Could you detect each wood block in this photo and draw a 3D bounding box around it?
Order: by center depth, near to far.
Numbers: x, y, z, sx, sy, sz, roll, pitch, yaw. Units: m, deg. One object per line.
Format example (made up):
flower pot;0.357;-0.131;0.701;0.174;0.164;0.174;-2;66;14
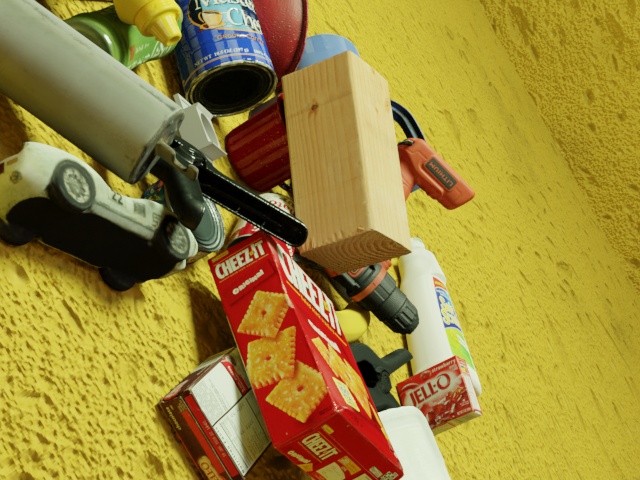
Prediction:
wood block;0.026;-0.081;1.128;0.090;0.091;0.206;28;51;-55

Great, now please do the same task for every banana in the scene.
banana;0.015;0.085;1.192;0.197;0.037;0.069;18;49;-59

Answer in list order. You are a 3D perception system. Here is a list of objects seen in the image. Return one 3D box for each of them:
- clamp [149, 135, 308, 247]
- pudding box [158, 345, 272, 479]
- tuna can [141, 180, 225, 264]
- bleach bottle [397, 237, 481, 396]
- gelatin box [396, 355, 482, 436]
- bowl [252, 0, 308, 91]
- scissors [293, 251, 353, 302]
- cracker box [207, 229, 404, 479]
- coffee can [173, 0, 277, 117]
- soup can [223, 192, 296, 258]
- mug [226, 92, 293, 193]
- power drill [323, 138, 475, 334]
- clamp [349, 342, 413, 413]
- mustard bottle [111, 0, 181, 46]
clamp;-0.123;-0.061;0.942;0.210;0.036;0.164;38;14;23
pudding box;-0.081;0.150;0.914;0.090;0.039;0.113;61;24;-4
tuna can;-0.130;-0.021;1.009;0.086;0.034;0.086;46;27;-33
bleach bottle;0.144;0.096;1.423;0.102;0.068;0.251;40;29;-43
gelatin box;0.140;0.189;1.272;0.030;0.089;0.073;29;39;-50
bowl;-0.079;-0.259;1.269;0.055;0.162;0.162;0;61;-34
scissors;0.008;0.041;1.254;0.096;0.016;0.201;63;23;3
cracker box;-0.012;0.116;0.978;0.164;0.072;0.214;51;12;-50
coffee can;-0.114;-0.222;1.177;0.102;0.103;0.140;23;44;-56
soup can;-0.057;0.001;1.094;0.068;0.069;0.102;54;23;-18
mug;-0.045;-0.099;1.213;0.117;0.082;0.093;48;27;-30
power drill;0.090;-0.010;1.227;0.184;0.187;0.057;45;-10;-12
clamp;0.063;0.154;1.209;0.171;0.039;0.120;42;34;-43
mustard bottle;-0.181;-0.253;0.957;0.192;0.058;0.096;56;-3;12
